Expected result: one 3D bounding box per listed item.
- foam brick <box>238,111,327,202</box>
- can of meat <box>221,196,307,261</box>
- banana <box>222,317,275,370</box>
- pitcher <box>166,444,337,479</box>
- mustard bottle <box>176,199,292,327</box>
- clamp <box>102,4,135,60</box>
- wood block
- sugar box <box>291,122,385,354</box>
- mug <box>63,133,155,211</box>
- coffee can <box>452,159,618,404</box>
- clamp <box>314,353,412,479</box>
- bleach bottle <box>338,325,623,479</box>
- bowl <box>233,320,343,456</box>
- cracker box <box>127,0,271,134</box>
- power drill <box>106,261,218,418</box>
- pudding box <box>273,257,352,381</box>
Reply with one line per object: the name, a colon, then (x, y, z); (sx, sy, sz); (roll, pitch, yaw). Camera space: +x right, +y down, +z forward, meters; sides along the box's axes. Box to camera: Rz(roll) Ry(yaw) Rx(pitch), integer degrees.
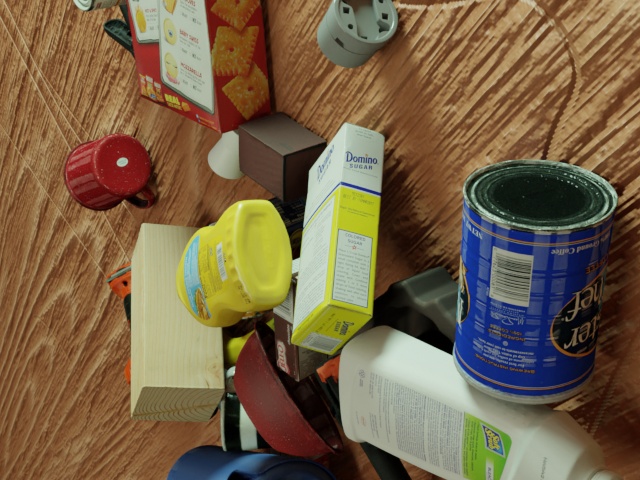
foam brick: (-0.037, -0.080, 1.021); (0.078, 0.052, 0.051); (38, 138, 42)
can of meat: (-0.057, 0.001, 1.073); (0.057, 0.083, 0.102); (56, 147, 20)
banana: (-0.093, 0.120, 1.230); (0.037, 0.069, 0.198); (47, 152, -16)
pitcher: (-0.077, 0.305, 1.204); (0.243, 0.144, 0.149); (-5, 92, 60)
mustard bottle: (-0.092, 0.031, 1.001); (0.192, 0.058, 0.096); (-27, 71, 59)
clamp: (-0.195, -0.226, 1.191); (0.171, 0.039, 0.120); (49, 160, 21)
wood block: (-0.165, 0.092, 1.212); (0.090, 0.090, 0.206); (119, 151, -53)
sugar box: (0.016, -0.002, 0.907); (0.093, 0.048, 0.176); (131, 152, -57)
mug: (-0.257, -0.081, 1.349); (0.117, 0.093, 0.082); (45, 151, -21)
coffee can: (0.147, 0.028, 0.747); (0.103, 0.102, 0.140); (34, 135, 44)
clamp: (0.042, 0.175, 0.996); (0.165, 0.036, 0.210); (51, 170, 32)
bleach bottle: (0.120, 0.150, 0.808); (0.251, 0.067, 0.102); (22, 126, 45)
bowl: (-0.042, 0.164, 1.097); (0.162, 0.055, 0.162); (56, -175, -8)
cracker box: (-0.125, -0.231, 1.051); (0.164, 0.072, 0.214); (28, 130, 47)
power drill: (-0.196, 0.128, 1.338); (0.184, 0.057, 0.188); (49, -164, -57)
pudding box: (0.001, 0.067, 1.016); (0.039, 0.089, 0.113); (30, 131, 43)
